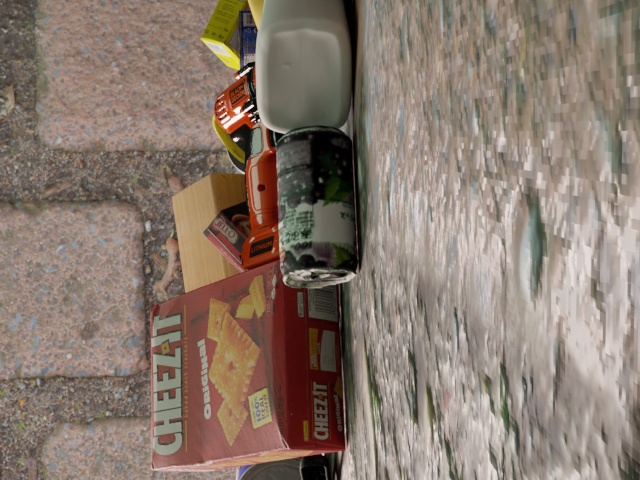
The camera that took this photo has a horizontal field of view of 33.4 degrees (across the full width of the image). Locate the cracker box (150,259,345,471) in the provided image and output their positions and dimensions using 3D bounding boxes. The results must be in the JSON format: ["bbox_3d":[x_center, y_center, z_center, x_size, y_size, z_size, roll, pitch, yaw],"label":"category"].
[{"bbox_3d":[-0.073,0.119,0.964,0.214,0.071,0.164,-20,66,46],"label":"cracker box"}]

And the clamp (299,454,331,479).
[{"bbox_3d":[-0.002,0.257,1.004,0.171,0.039,0.120,69,-157,-81],"label":"clamp"}]

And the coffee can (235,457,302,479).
[{"bbox_3d":[-0.044,0.269,1.176,0.140,0.103,0.103,-122,31,-85],"label":"coffee can"}]

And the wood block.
[{"bbox_3d":[-0.092,0.037,1.184,0.090,0.090,0.206,-24,71,48],"label":"wood block"}]

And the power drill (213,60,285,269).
[{"bbox_3d":[-0.032,-0.075,0.948,0.185,0.057,0.187,-23,71,59],"label":"power drill"}]

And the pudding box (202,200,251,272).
[{"bbox_3d":[-0.057,0.001,1.097,0.039,0.090,0.113,-48,-8,23],"label":"pudding box"}]

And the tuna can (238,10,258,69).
[{"bbox_3d":[-0.083,-0.238,1.308,0.086,0.033,0.086,178,91,-86],"label":"tuna can"}]

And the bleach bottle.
[{"bbox_3d":[-0.013,-0.197,0.824,0.251,0.068,0.102,-91,1,-46],"label":"bleach bottle"}]

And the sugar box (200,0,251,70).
[{"bbox_3d":[-0.086,-0.317,1.389,0.176,0.048,0.093,-67,-22,-7],"label":"sugar box"}]
